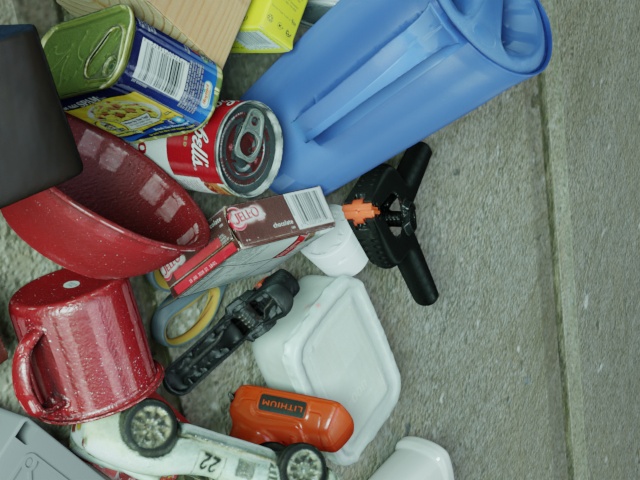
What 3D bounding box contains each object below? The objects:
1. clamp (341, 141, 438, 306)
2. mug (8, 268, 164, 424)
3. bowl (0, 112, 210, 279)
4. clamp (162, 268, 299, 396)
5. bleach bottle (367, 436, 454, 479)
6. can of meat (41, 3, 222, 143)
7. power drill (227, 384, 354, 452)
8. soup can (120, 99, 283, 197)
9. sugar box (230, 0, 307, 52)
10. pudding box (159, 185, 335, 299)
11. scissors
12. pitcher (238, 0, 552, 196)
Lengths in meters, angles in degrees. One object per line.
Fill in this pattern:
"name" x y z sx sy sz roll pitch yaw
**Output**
"clamp" 0.072 -0.011 0.992 0.209 0.036 0.164 -12 96 -68
"mug" -0.165 0.070 0.711 0.117 0.093 0.081 -42 125 -55
"bowl" -0.152 -0.024 0.688 0.161 0.162 0.055 15 115 -52
"clamp" -0.064 0.066 0.842 0.039 0.120 0.171 57 7 -1
"bleach bottle" 0.039 0.301 1.049 0.250 0.068 0.102 -33 122 -42
"can of meat" -0.128 -0.106 0.705 0.083 0.102 0.057 25 69 -44
"power drill" -0.038 0.213 0.847 0.057 0.185 0.187 71 36 -48
"soup can" -0.087 -0.070 0.774 0.068 0.102 0.068 -14 108 -49
"sugar box" -0.040 -0.229 0.811 0.048 0.093 0.176 30 73 -51
"pudding box" -0.055 0.001 0.812 0.113 0.090 0.039 -13 74 -49
"scissors" -0.077 0.002 0.874 0.201 0.016 0.096 -51 133 -33
"pitcher" 0.037 -0.121 0.799 0.149 0.243 0.145 16 55 -37
